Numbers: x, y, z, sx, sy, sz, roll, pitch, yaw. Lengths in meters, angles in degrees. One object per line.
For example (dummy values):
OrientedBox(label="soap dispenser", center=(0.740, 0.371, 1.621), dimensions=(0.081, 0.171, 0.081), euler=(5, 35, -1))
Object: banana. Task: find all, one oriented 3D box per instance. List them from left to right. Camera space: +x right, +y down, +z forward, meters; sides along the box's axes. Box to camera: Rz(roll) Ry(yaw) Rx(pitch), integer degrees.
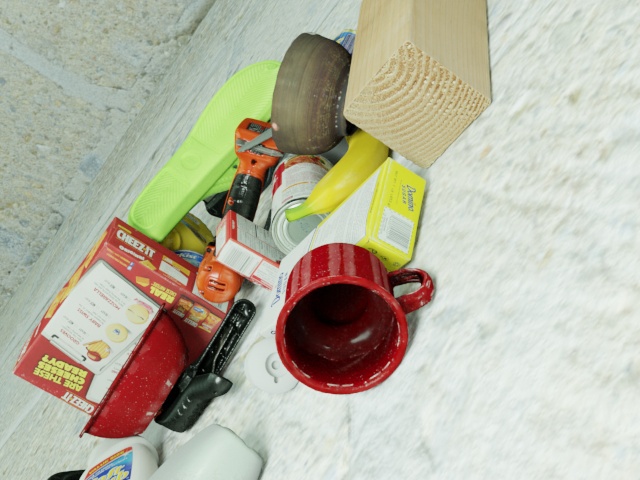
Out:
OrientedBox(label="banana", center=(0.029, -0.075, 0.987), dimensions=(0.070, 0.037, 0.197), euler=(1, 28, 21))

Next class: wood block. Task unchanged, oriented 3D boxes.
OrientedBox(label="wood block", center=(0.087, -0.170, 0.945), dimensions=(0.090, 0.090, 0.206), euler=(-47, 21, 34))

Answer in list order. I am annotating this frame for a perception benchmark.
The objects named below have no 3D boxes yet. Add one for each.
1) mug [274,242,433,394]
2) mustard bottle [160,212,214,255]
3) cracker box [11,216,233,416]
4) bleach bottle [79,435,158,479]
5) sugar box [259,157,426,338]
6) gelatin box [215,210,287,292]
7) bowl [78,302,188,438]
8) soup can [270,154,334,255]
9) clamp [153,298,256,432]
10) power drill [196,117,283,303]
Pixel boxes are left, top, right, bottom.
OrientedBox(label="mug", center=(0.025, 0.047, 0.774), dimensions=(0.117, 0.093, 0.081), euler=(-22, 20, 9))
OrientedBox(label="mustard bottle", center=(-0.186, -0.005, 1.337), dimensions=(0.058, 0.096, 0.191), euler=(-56, 2, 3))
OrientedBox(label="cracker box", center=(-0.224, 0.102, 1.217), dimensions=(0.214, 0.164, 0.072), euler=(-50, 17, 24))
OrientedBox(label="bleach bottle", center=(-0.205, 0.256, 1.045), dimensions=(0.102, 0.068, 0.251), euler=(-29, 17, -2))
OrientedBox(label="sugar box", center=(0.017, 0.017, 0.901), dimensions=(0.176, 0.048, 0.093), euler=(-46, 21, 46))
OrientedBox(label="gelatin box", center=(-0.058, 0.015, 1.032), dimensions=(0.030, 0.089, 0.073), euler=(-54, 17, 17))
OrientedBox(label="bowl", center=(-0.183, 0.146, 1.101), dimensions=(0.162, 0.055, 0.162), euler=(-57, 5, 7))
OrientedBox(label="soup can", center=(-0.014, -0.034, 1.029), dimensions=(0.069, 0.068, 0.102), euler=(-51, 19, 23))
OrientedBox(label="clamp", center=(-0.121, 0.146, 1.066), dimensions=(0.172, 0.039, 0.120), euler=(-55, 7, 30))
OrientedBox(label="power drill", center=(-0.085, -0.036, 1.169), dimensions=(0.184, 0.057, 0.188), euler=(-95, 20, -76))
